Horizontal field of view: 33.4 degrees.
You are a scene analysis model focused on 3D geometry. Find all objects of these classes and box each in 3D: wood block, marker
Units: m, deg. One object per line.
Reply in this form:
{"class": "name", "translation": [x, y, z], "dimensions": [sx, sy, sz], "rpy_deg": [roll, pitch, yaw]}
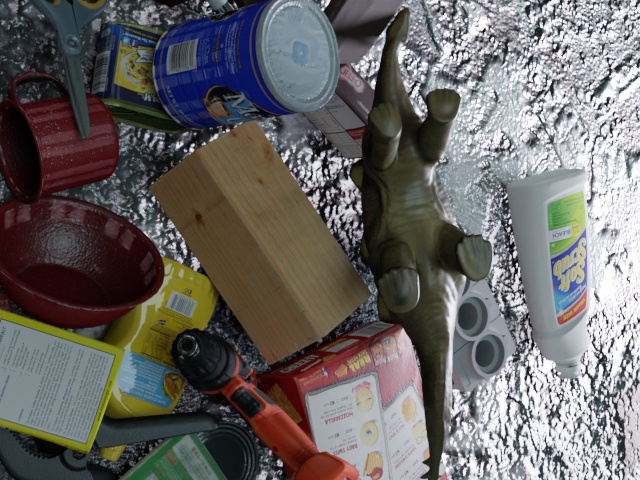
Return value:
{"class": "wood block", "translation": [-0.057, 0.001, 1.020], "dimensions": [0.206, 0.091, 0.090], "rpy_deg": [56, 43, -3]}
{"class": "marker", "translation": [-0.090, -0.224, 1.085], "dimensions": [0.020, 0.020, 0.121], "rpy_deg": [-49, 114, -24]}

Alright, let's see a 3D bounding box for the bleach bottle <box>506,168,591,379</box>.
{"class": "bleach bottle", "translation": [0.294, 0.044, 1.309], "dimensions": [0.102, 0.068, 0.251], "rpy_deg": [-16, 101, -32]}

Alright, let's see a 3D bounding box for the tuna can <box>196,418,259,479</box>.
{"class": "tuna can", "translation": [-0.106, 0.220, 1.061], "dimensions": [0.085, 0.034, 0.086], "rpy_deg": [0, 89, -33]}

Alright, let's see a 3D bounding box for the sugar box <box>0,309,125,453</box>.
{"class": "sugar box", "translation": [-0.263, 0.108, 0.891], "dimensions": [0.176, 0.048, 0.093], "rpy_deg": [20, 74, -12]}

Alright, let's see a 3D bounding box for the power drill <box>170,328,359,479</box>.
{"class": "power drill", "translation": [-0.052, 0.162, 0.976], "dimensions": [0.057, 0.184, 0.188], "rpy_deg": [-44, 70, -4]}

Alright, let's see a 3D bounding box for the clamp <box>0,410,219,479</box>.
{"class": "clamp", "translation": [-0.213, 0.195, 0.937], "dimensions": [0.209, 0.036, 0.164], "rpy_deg": [25, 80, -14]}

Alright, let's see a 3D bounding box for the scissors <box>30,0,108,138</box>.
{"class": "scissors", "translation": [-0.212, -0.181, 0.961], "dimensions": [0.096, 0.016, 0.202], "rpy_deg": [-13, 71, -45]}

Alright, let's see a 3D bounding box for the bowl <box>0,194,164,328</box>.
{"class": "bowl", "translation": [-0.222, 0.028, 0.942], "dimensions": [0.161, 0.162, 0.055], "rpy_deg": [4, 125, -33]}

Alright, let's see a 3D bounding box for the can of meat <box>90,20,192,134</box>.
{"class": "can of meat", "translation": [-0.166, -0.154, 1.013], "dimensions": [0.101, 0.058, 0.084], "rpy_deg": [12, 81, -33]}

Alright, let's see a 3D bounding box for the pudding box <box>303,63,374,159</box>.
{"class": "pudding box", "translation": [0.027, -0.135, 1.119], "dimensions": [0.113, 0.090, 0.039], "rpy_deg": [46, 68, -25]}

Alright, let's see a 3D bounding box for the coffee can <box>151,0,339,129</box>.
{"class": "coffee can", "translation": [-0.068, -0.158, 0.963], "dimensions": [0.102, 0.141, 0.103], "rpy_deg": [5, 84, -49]}

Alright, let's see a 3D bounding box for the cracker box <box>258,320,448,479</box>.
{"class": "cracker box", "translation": [0.040, 0.211, 1.128], "dimensions": [0.163, 0.072, 0.214], "rpy_deg": [-23, 102, -38]}

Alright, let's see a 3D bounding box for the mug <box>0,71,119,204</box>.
{"class": "mug", "translation": [-0.238, -0.096, 0.951], "dimensions": [0.081, 0.093, 0.117], "rpy_deg": [-18, 79, -37]}

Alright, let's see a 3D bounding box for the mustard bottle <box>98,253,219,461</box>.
{"class": "mustard bottle", "translation": [-0.167, 0.114, 1.007], "dimensions": [0.096, 0.058, 0.191], "rpy_deg": [31, 73, -43]}
